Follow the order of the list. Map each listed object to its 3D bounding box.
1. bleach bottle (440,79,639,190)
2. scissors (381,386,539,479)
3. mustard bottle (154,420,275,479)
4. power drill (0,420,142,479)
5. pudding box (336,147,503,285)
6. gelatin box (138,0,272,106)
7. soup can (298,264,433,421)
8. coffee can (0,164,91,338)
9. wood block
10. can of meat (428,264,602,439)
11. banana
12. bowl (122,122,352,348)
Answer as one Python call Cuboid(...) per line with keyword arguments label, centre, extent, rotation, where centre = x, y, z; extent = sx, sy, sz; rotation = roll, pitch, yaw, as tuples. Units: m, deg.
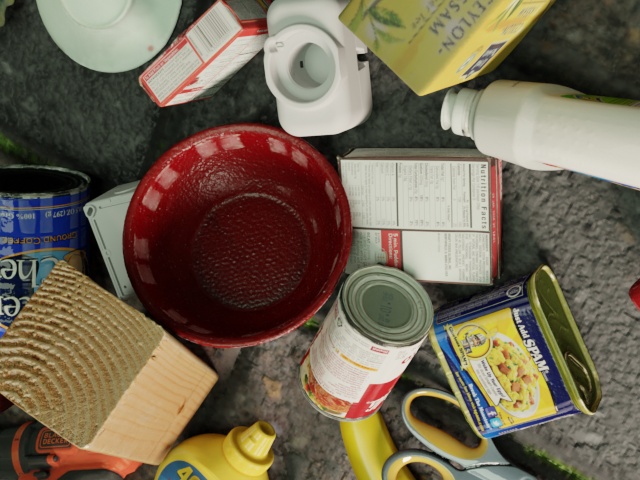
Cuboid(label="bleach bottle", centre=(0.198, -0.059, 0.656), extent=(0.251, 0.102, 0.068), rotation=(15, 101, 25))
Cuboid(label="scissors", centre=(0.129, 0.187, 0.765), extent=(0.202, 0.016, 0.096), rotation=(39, 86, 9))
Cuboid(label="mustard bottle", centre=(-0.094, 0.213, 0.858), extent=(0.096, 0.058, 0.192), rotation=(45, 115, 14))
Cuboid(label="power drill", centre=(-0.238, 0.234, 0.868), extent=(0.185, 0.057, 0.187), rotation=(-10, 55, 25))
Cuboid(label="pudding box", centre=(0.070, -0.018, 0.742), extent=(0.114, 0.039, 0.090), rotation=(3, 104, 20))
Cuboid(label="gelatin box", centre=(-0.076, -0.134, 0.753), extent=(0.089, 0.073, 0.030), rotation=(-38, 87, 27))
Cuboid(label="soup can", centre=(0.030, 0.072, 0.745), extent=(0.068, 0.068, 0.102), rotation=(36, 139, 10))
Cuboid(label="coffee can", centre=(-0.233, 0.019, 0.841), extent=(0.103, 0.102, 0.140), rotation=(10, 107, 20))
Cuboid(label="wood block", centre=(-0.147, 0.096, 0.759), extent=(0.090, 0.206, 0.091), rotation=(32, 80, 11))
Cuboid(label="can of meat", centre=(0.132, 0.079, 0.731), extent=(0.084, 0.057, 0.102), rotation=(-22, 94, 27))
Cuboid(label="banana", centre=(0.076, 0.191, 0.797), extent=(0.198, 0.037, 0.069), rotation=(41, 91, 6))
Cuboid(label="bowl", centre=(-0.055, 0.001, 0.756), extent=(0.162, 0.055, 0.162), rotation=(-2, 74, 8))
